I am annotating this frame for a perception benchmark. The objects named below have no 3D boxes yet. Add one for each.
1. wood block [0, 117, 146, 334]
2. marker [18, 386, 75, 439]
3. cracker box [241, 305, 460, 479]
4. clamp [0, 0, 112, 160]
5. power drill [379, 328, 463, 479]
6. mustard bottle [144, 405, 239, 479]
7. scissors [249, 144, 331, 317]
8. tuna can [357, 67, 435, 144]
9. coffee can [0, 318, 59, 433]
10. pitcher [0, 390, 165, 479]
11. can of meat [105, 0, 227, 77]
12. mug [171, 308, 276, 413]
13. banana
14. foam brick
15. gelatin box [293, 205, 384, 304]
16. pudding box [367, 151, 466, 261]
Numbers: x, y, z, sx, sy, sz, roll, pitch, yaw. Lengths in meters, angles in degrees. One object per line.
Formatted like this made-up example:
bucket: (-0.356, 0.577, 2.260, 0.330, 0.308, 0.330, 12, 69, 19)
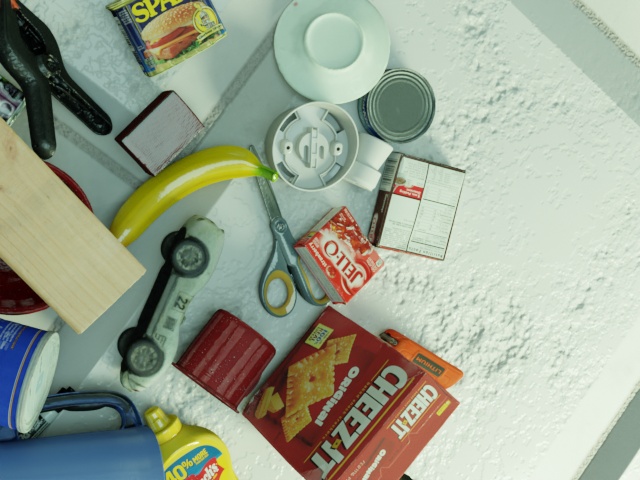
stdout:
wood block: (-0.275, -0.019, 1.021, 0.090, 0.091, 0.206, -44, 109, -9)
marker: (-0.307, 0.203, 1.137, 0.121, 0.020, 0.020, -47, 109, -8)
cracker box: (0.023, 0.179, 1.144, 0.164, 0.214, 0.072, -50, 120, -6)
clamp: (-0.274, -0.166, 1.075, 0.039, 0.120, 0.171, -21, 90, 22)
power drill: (0.088, 0.214, 1.258, 0.184, 0.057, 0.187, 34, 86, -20)
mustard bottle: (-0.139, 0.264, 1.185, 0.096, 0.058, 0.191, -33, 106, -14)
scissors: (-0.058, 0.001, 1.199, 0.096, 0.016, 0.201, -39, 108, -15)
tuna can: (0.086, -0.154, 1.220, 0.086, 0.034, 0.086, -3, 98, -19)
coffee can: (-0.341, 0.121, 1.048, 0.140, 0.103, 0.103, 15, 92, -1)
pitcher: (-0.287, 0.250, 1.085, 0.242, 0.149, 0.145, 2, 119, -24)
can of meat: (-0.158, -0.229, 1.112, 0.102, 0.057, 0.084, -31, 109, -13)
mug: (-0.097, 0.135, 1.173, 0.081, 0.093, 0.117, -53, 141, -11)
banana: (-0.147, -0.055, 1.138, 0.197, 0.070, 0.037, -26, 139, -8)
foam brick: (-0.170, -0.114, 1.126, 0.078, 0.053, 0.051, -46, 109, -7)
gelatin box: (0.022, 0.017, 1.213, 0.073, 0.030, 0.089, -44, 109, -27)
pudding box: (0.112, -0.039, 1.243, 0.090, 0.039, 0.113, 13, 95, -21)
